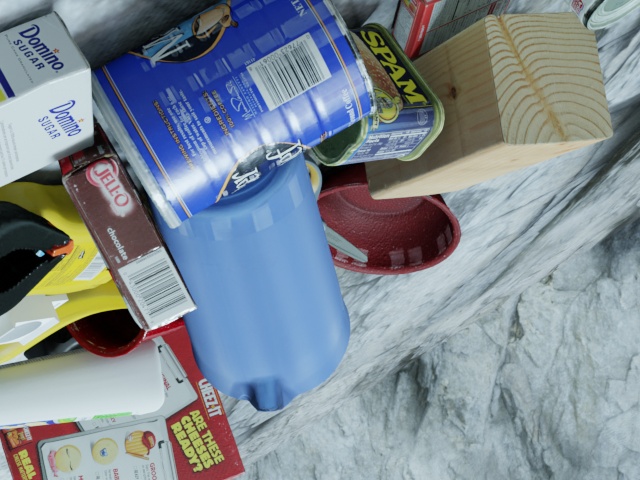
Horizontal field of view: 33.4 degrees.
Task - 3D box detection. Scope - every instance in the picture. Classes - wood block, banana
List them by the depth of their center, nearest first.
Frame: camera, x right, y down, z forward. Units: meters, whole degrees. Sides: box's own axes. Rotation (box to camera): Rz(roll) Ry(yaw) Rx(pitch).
[{"bbox_3d":[0.113,-0.095,0.804,0.090,0.091,0.206,-7,175,-23],"label":"wood block"},{"bbox_3d":[-0.193,0.055,0.826,0.198,0.069,0.037,-27,139,22],"label":"banana"}]

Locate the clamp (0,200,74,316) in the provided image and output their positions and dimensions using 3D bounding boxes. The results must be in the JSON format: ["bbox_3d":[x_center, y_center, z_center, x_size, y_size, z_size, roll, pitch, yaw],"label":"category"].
[{"bbox_3d":[-0.207,0.016,0.589,0.171,0.039,0.120,-39,160,-44],"label":"clamp"}]

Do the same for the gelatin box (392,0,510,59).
[{"bbox_3d":[0.100,-0.177,0.776,0.089,0.030,0.073,-26,164,-14],"label":"gelatin box"}]

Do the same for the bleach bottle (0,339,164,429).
[{"bbox_3d":[-0.264,0.131,0.896,0.250,0.068,0.103,-7,174,-21],"label":"bleach bottle"}]

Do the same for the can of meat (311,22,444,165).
[{"bbox_3d":[0.022,-0.101,0.732,0.083,0.102,0.058,-12,152,-46],"label":"can of meat"}]

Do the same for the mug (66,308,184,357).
[{"bbox_3d":[-0.165,0.044,0.889,0.117,0.093,0.081,-4,-175,27],"label":"mug"}]

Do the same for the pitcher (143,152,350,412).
[{"bbox_3d":[-0.055,0.001,0.798,0.144,0.149,0.243,-43,150,-22],"label":"pitcher"}]

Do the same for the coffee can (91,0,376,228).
[{"bbox_3d":[-0.052,-0.085,0.627,0.140,0.103,0.103,-30,166,-4],"label":"coffee can"}]

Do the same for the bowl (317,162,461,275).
[{"bbox_3d":[0.057,-0.029,1.044,0.162,0.055,0.162,5,147,3],"label":"bowl"}]

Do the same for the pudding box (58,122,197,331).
[{"bbox_3d":[-0.123,-0.010,0.661,0.039,0.113,0.090,-26,-157,-7],"label":"pudding box"}]

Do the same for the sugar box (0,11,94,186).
[{"bbox_3d":[-0.206,-0.049,0.555,0.176,0.048,0.093,-30,167,-20],"label":"sugar box"}]

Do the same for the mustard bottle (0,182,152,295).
[{"bbox_3d":[-0.203,0.002,0.702,0.096,0.058,0.191,-42,162,26],"label":"mustard bottle"}]

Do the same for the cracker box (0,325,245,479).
[{"bbox_3d":[-0.204,0.194,1.070,0.213,0.164,0.072,-18,173,-14],"label":"cracker box"}]
